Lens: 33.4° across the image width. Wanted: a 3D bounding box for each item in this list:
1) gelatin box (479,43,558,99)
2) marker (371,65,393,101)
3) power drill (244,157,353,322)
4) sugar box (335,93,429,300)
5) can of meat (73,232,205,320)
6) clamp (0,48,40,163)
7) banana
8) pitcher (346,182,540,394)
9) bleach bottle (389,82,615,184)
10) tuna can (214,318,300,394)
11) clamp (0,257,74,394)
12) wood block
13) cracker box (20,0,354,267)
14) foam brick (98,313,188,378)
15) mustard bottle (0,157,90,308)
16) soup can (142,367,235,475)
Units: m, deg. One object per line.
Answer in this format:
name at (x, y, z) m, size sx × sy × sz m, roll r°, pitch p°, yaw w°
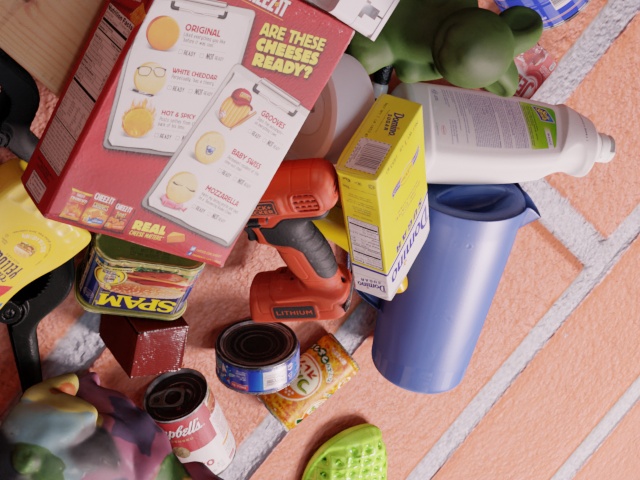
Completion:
gelatin box at (0.194, -0.178, 1.093) m, size 0.073 × 0.030 × 0.089 m, roll -50°, pitch 134°, yaw 4°
marker at (0.051, -0.123, 1.036) m, size 0.020 × 0.020 × 0.121 m, roll -5°, pitch 121°, yaw -33°
power drill at (-0.056, 0.001, 0.969) m, size 0.185 × 0.057 × 0.187 m, roll -3°, pitch 141°, yaw 18°
sugar box at (0.059, -0.034, 0.948) m, size 0.093 × 0.048 × 0.176 m, roll -58°, pitch 153°, yaw -29°
can of meat at (-0.155, 0.021, 0.927) m, size 0.102 × 0.057 × 0.084 m, roll 8°, pitch 144°, yaw -20°
clamp at (-0.245, -0.085, 0.818) m, size 0.120 × 0.039 × 0.172 m, roll -18°, pitch 151°, yaw -36°
banana at (0.006, -0.008, 1.038) m, size 0.197 × 0.037 × 0.070 m, roll 19°, pitch 120°, yaw -15°
pitcher at (0.116, 0.038, 1.129) m, size 0.144 × 0.149 × 0.243 m, roll -22°, pitch 134°, yaw -42°
bleach bottle at (0.188, -0.096, 1.064) m, size 0.250 × 0.102 × 0.068 m, roll 4°, pitch 155°, yaw -24°
tuna can at (-0.063, 0.115, 1.070) m, size 0.086 × 0.086 × 0.034 m, roll -17°, pitch 126°, yaw -25°
clamp at (-0.281, 0.056, 0.911) m, size 0.164 × 0.036 × 0.210 m, roll 13°, pitch 112°, yaw -38°
wood block at (-0.189, -0.164, 0.790) m, size 0.091 × 0.090 × 0.206 m, roll -45°, pitch 135°, yaw 0°
cracker box at (-0.098, -0.100, 0.784) m, size 0.163 × 0.072 × 0.214 m, roll 18°, pitch 108°, yaw -41°
foam brick at (-0.163, 0.083, 0.983) m, size 0.052 × 0.078 × 0.051 m, roll -4°, pitch 120°, yaw -33°
mustard bottle at (-0.282, 0.024, 0.836) m, size 0.191 × 0.058 × 0.096 m, roll -38°, pitch 142°, yaw 0°
soup can at (-0.131, 0.188, 1.082) m, size 0.068 × 0.069 × 0.102 m, roll -31°, pitch 132°, yaw -15°
